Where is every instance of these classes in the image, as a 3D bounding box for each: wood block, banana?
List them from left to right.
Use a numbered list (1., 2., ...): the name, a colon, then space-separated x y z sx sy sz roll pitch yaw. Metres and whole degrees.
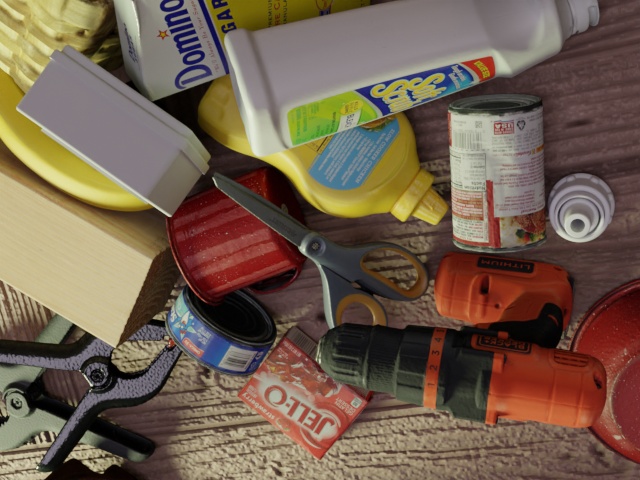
1. wood block: -0.216 -0.014 0.861 0.206 0.090 0.091 29 115 8
2. banana: -0.187 -0.071 0.811 0.198 0.037 0.069 26 83 4

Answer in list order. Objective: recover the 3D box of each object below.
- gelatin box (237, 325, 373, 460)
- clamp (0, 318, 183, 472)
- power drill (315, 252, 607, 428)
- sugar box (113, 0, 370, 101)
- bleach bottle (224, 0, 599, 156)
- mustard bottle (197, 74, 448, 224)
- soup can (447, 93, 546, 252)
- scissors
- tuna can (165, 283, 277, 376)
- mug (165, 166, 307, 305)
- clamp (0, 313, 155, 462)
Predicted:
1. gelatin box: -0.012 0.127 0.881 0.089 0.030 0.073 38 113 2
2. clamp: -0.187 0.121 0.895 0.171 0.039 0.120 -15 103 -1
3. power drill: 0.104 0.064 0.742 0.184 0.187 0.057 10 111 12
4. sugar box: -0.049 -0.164 0.719 0.048 0.176 0.093 53 158 31
5. bleach bottle: 0.066 -0.128 0.714 0.250 0.102 0.068 -17 75 -5
6. mustard bottle: 0.011 -0.073 0.785 0.191 0.058 0.096 35 73 3
7. soup can: 0.126 -0.049 0.764 0.069 0.068 0.102 0 107 16
8. scissors: -0.007 0.023 0.788 0.201 0.016 0.096 17 98 -29
9. tuna can: -0.078 0.068 0.852 0.086 0.086 0.034 34 112 4
10. mug: -0.055 0.001 0.830 0.082 0.093 0.117 -21 131 16
11. clamp: -0.255 0.146 0.955 0.210 0.036 0.164 -21 100 17
